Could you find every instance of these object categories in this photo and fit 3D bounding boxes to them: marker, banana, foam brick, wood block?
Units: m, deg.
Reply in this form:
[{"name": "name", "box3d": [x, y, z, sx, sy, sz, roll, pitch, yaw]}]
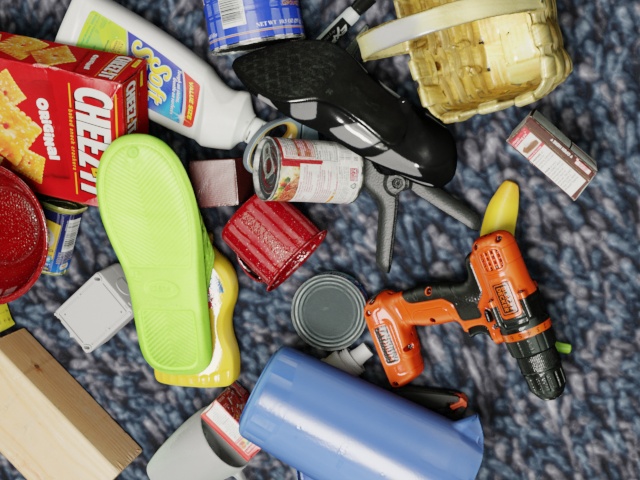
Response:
[{"name": "marker", "box3d": [0.015, -0.225, 1.156, 0.121, 0.020, 0.020, -43, 88, 13]}, {"name": "banana", "box3d": [0.206, 0.037, 1.148, 0.069, 0.037, 0.198, -19, 95, -3]}, {"name": "foam brick", "box3d": [-0.107, -0.064, 1.171, 0.053, 0.078, 0.051, -3, 95, 11]}, {"name": "wood block", "box3d": [-0.319, 0.211, 1.241, 0.206, 0.090, 0.090, 46, 102, 3]}]

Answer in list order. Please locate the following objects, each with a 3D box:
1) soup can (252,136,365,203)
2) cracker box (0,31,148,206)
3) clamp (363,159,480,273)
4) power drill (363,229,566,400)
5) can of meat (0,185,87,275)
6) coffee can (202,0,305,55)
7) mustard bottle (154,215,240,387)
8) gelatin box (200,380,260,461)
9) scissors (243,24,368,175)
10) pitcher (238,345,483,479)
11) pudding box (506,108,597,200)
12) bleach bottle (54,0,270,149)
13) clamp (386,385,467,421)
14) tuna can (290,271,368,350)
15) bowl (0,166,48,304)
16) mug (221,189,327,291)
[{"name": "soup can", "box3d": [-0.012, -0.074, 1.132, 0.102, 0.069, 0.068, 1, 99, -26]}, {"name": "cracker box", "box3d": [-0.299, -0.131, 1.166, 0.214, 0.072, 0.164, 13, 127, 12]}, {"name": "clamp", "box3d": [0.097, -0.060, 1.153, 0.120, 0.039, 0.171, -17, 93, 5]}, {"name": "power drill", "box3d": [0.152, 0.097, 1.129, 0.188, 0.057, 0.184, -20, 92, 28]}, {"name": "can of meat", "box3d": [-0.329, -0.014, 1.231, 0.102, 0.057, 0.084, 19, 103, 8]}, {"name": "coffee can", "box3d": [-0.078, -0.274, 1.125, 0.103, 0.102, 0.140, -9, 96, 12]}, {"name": "mustard bottle", "box3d": [-0.140, 0.067, 1.204, 0.096, 0.058, 0.191, 2, 97, 15]}, {"name": "gelatin box", "box3d": [-0.088, 0.200, 1.196, 0.073, 0.089, 0.030, 44, 103, 2]}, {"name": "scissors", "box3d": [0.003, -0.134, 1.167, 0.201, 0.016, 0.096, -42, 120, -5]}, {"name": "pitcher", "box3d": [0.037, 0.219, 1.116, 0.243, 0.149, 0.145, 27, 145, 5]}, {"name": "pudding box", "box3d": [0.237, -0.090, 1.084, 0.090, 0.113, 0.039, 41, 105, 4]}, {"name": "bleach bottle", "box3d": [-0.166, -0.180, 1.175, 0.251, 0.068, 0.103, 28, 105, 4]}, {"name": "clamp", "box3d": [0.073, 0.232, 1.196, 0.210, 0.036, 0.164, -22, 92, 12]}, {"name": "tuna can", "box3d": [0.012, 0.077, 1.189, 0.086, 0.033, 0.086, 1, 98, 11]}, {"name": "bowl", "box3d": [-0.364, -0.012, 1.180, 0.162, 0.055, 0.162, 3, 102, 12]}, {"name": "mug", "box3d": [-0.058, 0.001, 1.172, 0.081, 0.093, 0.117, 44, 139, 7]}]
